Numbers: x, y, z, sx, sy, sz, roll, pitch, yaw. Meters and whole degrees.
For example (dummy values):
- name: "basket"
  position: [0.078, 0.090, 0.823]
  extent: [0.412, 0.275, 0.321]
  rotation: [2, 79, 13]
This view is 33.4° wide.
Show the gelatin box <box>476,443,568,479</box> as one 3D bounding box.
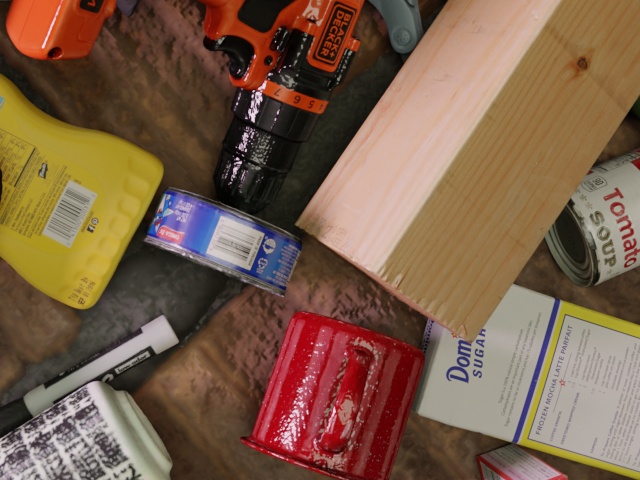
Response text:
- name: "gelatin box"
  position: [0.127, 0.166, 0.630]
  extent: [0.030, 0.089, 0.073]
  rotation: [-17, 94, -9]

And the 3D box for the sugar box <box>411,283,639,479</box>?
- name: "sugar box"
  position: [0.148, 0.085, 0.656]
  extent: [0.176, 0.048, 0.093]
  rotation: [18, 87, -6]

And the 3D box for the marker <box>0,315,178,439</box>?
- name: "marker"
  position: [-0.139, 0.081, 0.618]
  extent: [0.121, 0.020, 0.020]
  rotation: [-29, 96, -8]

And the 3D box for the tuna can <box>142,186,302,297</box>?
- name: "tuna can"
  position: [-0.054, 0.001, 0.598]
  extent: [0.086, 0.086, 0.034]
  rotation: [22, 86, -10]

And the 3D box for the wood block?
- name: "wood block"
  position: [0.092, -0.060, 0.599]
  extent: [0.090, 0.090, 0.206]
  rotation: [36, 87, -34]

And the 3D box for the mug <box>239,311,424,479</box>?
- name: "mug"
  position: [0.011, 0.088, 0.598]
  extent: [0.093, 0.117, 0.081]
  rotation: [18, 83, 2]

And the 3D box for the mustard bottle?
- name: "mustard bottle"
  position: [-0.190, -0.045, 0.587]
  extent: [0.191, 0.058, 0.096]
  rotation: [28, 94, -9]

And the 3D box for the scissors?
- name: "scissors"
  position: [0.034, -0.132, 0.641]
  extent: [0.096, 0.016, 0.202]
  rotation: [11, 117, 28]

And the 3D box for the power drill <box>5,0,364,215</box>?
- name: "power drill"
  position: [-0.064, -0.110, 0.562]
  extent: [0.187, 0.057, 0.184]
  rotation: [11, 106, -44]
